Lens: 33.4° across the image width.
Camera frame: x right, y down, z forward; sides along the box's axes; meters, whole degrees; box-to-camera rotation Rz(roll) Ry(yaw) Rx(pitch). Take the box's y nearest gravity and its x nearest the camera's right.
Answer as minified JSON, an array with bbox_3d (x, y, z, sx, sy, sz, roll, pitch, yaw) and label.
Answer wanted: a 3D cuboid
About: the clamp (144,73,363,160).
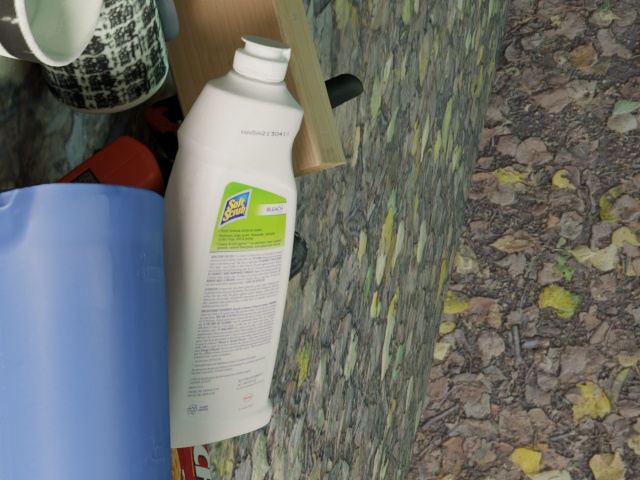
[{"bbox_3d":[-0.062,-0.073,0.899,0.209,0.036,0.165,0,115,-45],"label":"clamp"}]

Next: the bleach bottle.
[{"bbox_3d":[-0.054,0.001,0.656,0.102,0.068,0.251,-7,118,-46],"label":"bleach bottle"}]

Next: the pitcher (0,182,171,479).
[{"bbox_3d":[-0.132,0.097,0.541,0.149,0.145,0.243,-1,82,-32],"label":"pitcher"}]

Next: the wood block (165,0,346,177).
[{"bbox_3d":[-0.058,-0.143,0.781,0.090,0.091,0.206,-20,95,-75],"label":"wood block"}]
